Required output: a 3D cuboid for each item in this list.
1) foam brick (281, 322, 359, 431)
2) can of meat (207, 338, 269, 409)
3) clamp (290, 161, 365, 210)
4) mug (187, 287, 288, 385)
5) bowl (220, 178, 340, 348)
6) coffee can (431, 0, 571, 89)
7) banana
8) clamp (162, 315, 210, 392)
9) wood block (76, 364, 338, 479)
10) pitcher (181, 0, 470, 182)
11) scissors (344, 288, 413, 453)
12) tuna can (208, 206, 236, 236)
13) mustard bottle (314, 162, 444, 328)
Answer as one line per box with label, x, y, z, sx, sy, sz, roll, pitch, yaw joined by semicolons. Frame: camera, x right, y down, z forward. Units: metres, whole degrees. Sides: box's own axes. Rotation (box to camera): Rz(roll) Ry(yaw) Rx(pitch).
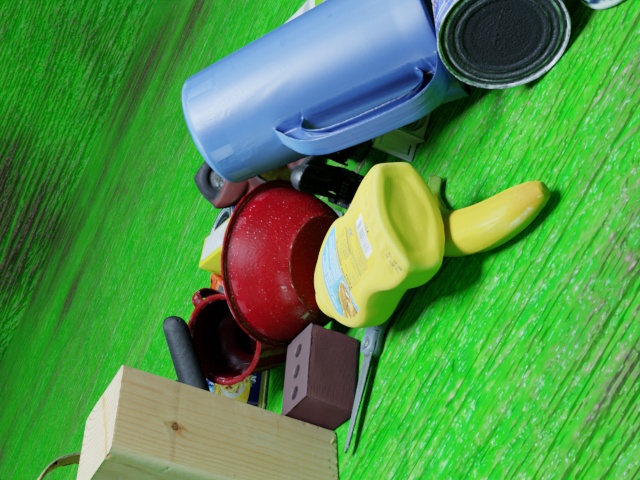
foam brick;0.000;0.126;0.970;0.053;0.051;0.078;-47;30;46
can of meat;-0.106;0.149;1.167;0.058;0.083;0.102;-47;30;46
clamp;0.017;-0.052;1.012;0.039;0.120;0.171;-63;17;3
mug;-0.087;0.092;1.115;0.117;0.081;0.093;41;111;23
bowl;-0.017;0.022;0.999;0.055;0.161;0.162;-1;67;43
coffee can;0.139;-0.206;0.862;0.103;0.102;0.140;-52;27;39
banana;0.113;-0.019;0.845;0.198;0.037;0.069;16;88;70
clamp;-0.121;0.201;1.080;0.210;0.036;0.165;51;135;26
wood block;-0.095;0.194;0.922;0.090;0.205;0.091;-53;25;36
pitcher;0.003;-0.137;0.946;0.243;0.145;0.149;-23;-5;16
scissors;0.055;0.078;0.928;0.096;0.016;0.201;-41;35;52
tuna can;-0.122;-0.005;1.425;0.086;0.033;0.086;-52;27;39
mustard bottle;0.038;0.020;0.891;0.192;0.058;0.096;126;132;-58
